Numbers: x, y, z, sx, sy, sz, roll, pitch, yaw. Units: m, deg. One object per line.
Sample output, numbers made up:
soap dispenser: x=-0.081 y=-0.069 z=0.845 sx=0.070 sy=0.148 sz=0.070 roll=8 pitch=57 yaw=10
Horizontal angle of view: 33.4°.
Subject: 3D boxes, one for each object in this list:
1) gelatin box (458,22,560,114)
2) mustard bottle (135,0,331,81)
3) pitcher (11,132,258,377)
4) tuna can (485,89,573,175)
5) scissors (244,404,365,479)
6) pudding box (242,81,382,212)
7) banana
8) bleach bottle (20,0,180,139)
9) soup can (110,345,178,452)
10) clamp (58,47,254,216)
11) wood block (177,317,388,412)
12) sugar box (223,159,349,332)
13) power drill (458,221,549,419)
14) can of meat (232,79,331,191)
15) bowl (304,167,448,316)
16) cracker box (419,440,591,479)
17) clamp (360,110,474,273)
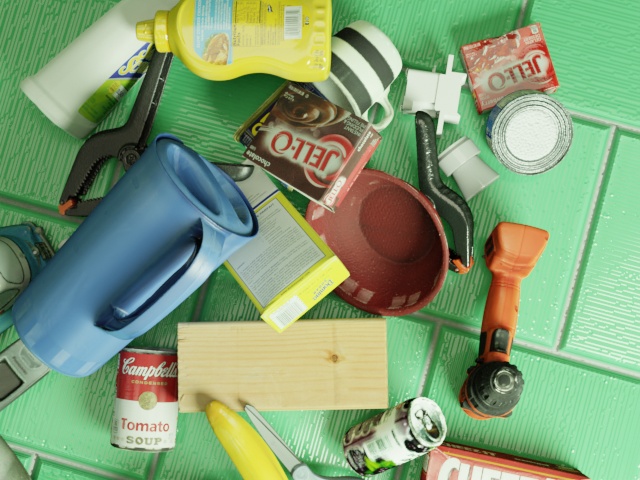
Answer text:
gelatin box: x=0.199 y=-0.181 z=1.126 sx=0.089 sy=0.030 sz=0.073 roll=-17 pitch=86 yaw=2
mustard bottle: x=-0.085 y=-0.205 z=1.048 sx=0.191 sy=0.058 sz=0.096 roll=1 pitch=82 yaw=3
pitcher: x=-0.184 y=0.027 z=1.031 sx=0.243 sy=0.149 sz=0.145 roll=-43 pitch=81 yaw=17
tuna can: x=0.215 y=-0.112 z=1.104 sx=0.086 sy=0.034 sz=0.086 roll=-1 pitch=109 yaw=-4
scissors: x=-0.001 y=0.230 z=1.073 sx=0.096 sy=0.016 sz=0.202 roll=-24 pitch=111 yaw=-13
pudding box: x=-0.008 y=-0.092 z=1.046 sx=0.114 sy=0.039 sz=0.090 roll=31 pitch=87 yaw=34
banana: x=-0.058 y=0.243 z=1.046 sx=0.070 sy=0.037 sz=0.198 roll=1 pitch=121 yaw=37
bleach bottle: x=-0.191 y=-0.218 z=1.109 sx=0.251 sy=0.102 sz=0.068 roll=-45 pitch=81 yaw=-1
soup can: x=-0.179 y=0.162 z=1.099 sx=0.068 sy=0.068 sz=0.102 roll=5 pitch=87 yaw=3
clamp: x=-0.181 y=-0.080 z=1.111 sx=0.210 sy=0.036 sz=0.164 roll=-40 pitch=85 yaw=13
wood block: x=-0.036 y=0.126 z=1.084 sx=0.206 sy=0.090 sz=0.091 roll=-1 pitch=85 yaw=3
sugar box: x=-0.057 y=0.001 z=1.074 sx=0.093 sy=0.048 sz=0.176 roll=-39 pitch=49 yaw=-1
power drill: x=0.177 y=0.081 z=1.042 sx=0.057 sy=0.184 sz=0.187 roll=14 pitch=77 yaw=3
can of meat: x=-0.026 y=-0.113 z=1.119 sx=0.102 sy=0.057 sz=0.084 roll=-45 pitch=87 yaw=-2
bowl: x=0.065 y=-0.006 z=1.084 sx=0.162 sy=0.055 sz=0.162 roll=14 pitch=120 yaw=26
cracker box: x=0.168 y=0.322 z=1.070 sx=0.164 sy=0.072 sz=0.214 roll=11 pitch=86 yaw=3
clamp: x=0.096 y=-0.037 z=1.110 sx=0.120 sy=0.039 sz=0.171 roll=-24 pitch=93 yaw=33
